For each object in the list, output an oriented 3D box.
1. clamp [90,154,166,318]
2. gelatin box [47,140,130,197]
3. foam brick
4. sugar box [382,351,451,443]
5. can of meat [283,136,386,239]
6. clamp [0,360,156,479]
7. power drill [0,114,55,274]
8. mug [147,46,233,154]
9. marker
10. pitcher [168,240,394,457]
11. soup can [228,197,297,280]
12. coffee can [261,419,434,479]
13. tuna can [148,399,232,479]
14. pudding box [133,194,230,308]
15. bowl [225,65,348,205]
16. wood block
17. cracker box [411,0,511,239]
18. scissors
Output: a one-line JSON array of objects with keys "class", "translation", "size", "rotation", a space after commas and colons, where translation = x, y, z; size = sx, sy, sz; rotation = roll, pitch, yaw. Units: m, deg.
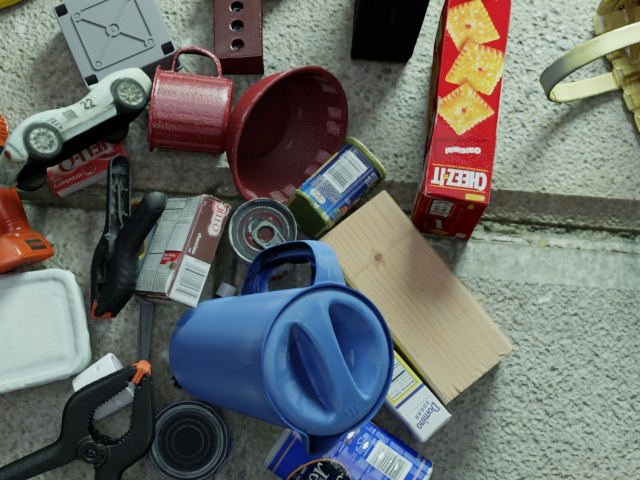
[{"class": "clamp", "translation": [-0.211, -0.003, 1.113], "size": [0.039, 0.120, 0.172], "rotation": [11, 117, -30]}, {"class": "gelatin box", "translation": [-0.261, -0.098, 1.164], "size": [0.089, 0.030, 0.073], "rotation": [-25, 80, -4]}, {"class": "foam brick", "translation": [-0.090, -0.228, 1.177], "size": [0.053, 0.051, 0.078], "rotation": [-3, 79, 0]}, {"class": "sugar box", "translation": [0.057, 0.126, 1.084], "size": [0.048, 0.093, 0.176], "rotation": [-43, 82, -7]}, {"class": "can of meat", "translation": [0.013, -0.052, 1.109], "size": [0.084, 0.102, 0.057], "rotation": [-43, 90, -15]}, {"class": "clamp", "translation": [-0.237, 0.208, 1.066], "size": [0.164, 0.036, 0.210], "rotation": [24, 96, -5]}, {"class": "power drill", "translation": [-0.346, -0.058, 1.089], "size": [0.057, 0.184, 0.187], "rotation": [-21, 88, 8]}, {"class": "mug", "translation": [-0.136, -0.148, 1.141], "size": [0.081, 0.093, 0.117], "rotation": [6, 91, -3]}, {"class": "marker", "translation": [-0.124, 0.101, 1.128], "size": [0.020, 0.020, 0.121], "rotation": [26, 80, 5]}, {"class": "pitcher", "translation": [-0.049, 0.098, 1.008], "size": [0.149, 0.243, 0.145], "rotation": [-48, 111, -24]}, {"class": "soup can", "translation": [-0.057, 0.001, 1.105], "size": [0.068, 0.102, 0.068], "rotation": [0, 78, 0]}, {"class": "coffee can", "translation": [0.027, 0.222, 1.060], "size": [0.140, 0.103, 0.103], "rotation": [35, 81, 7]}, {"class": "tuna can", "translation": [-0.135, 0.207, 1.099], "size": [0.086, 0.034, 0.086], "rotation": [0, 79, 0]}, {"class": "pudding box", "translation": [-0.143, 0.010, 1.093], "size": [0.039, 0.090, 0.113], "rotation": [27, 76, -29]}, {"class": "bowl", "translation": [-0.046, -0.114, 1.121], "size": [0.055, 0.162, 0.162], "rotation": [31, 79, 37]}, {"class": "wood block", "translation": [0.095, 0.061, 1.099], "size": [0.091, 0.090, 0.206], "rotation": [-37, 81, -6]}, {"class": "cracker box", "translation": [0.142, -0.124, 1.097], "size": [0.072, 0.164, 0.213], "rotation": [8, 79, 4]}, {"class": "scissors", "translation": [-0.166, 0.048, 1.141], "size": [0.096, 0.016, 0.202], "rotation": [-12, 79, -2]}]
